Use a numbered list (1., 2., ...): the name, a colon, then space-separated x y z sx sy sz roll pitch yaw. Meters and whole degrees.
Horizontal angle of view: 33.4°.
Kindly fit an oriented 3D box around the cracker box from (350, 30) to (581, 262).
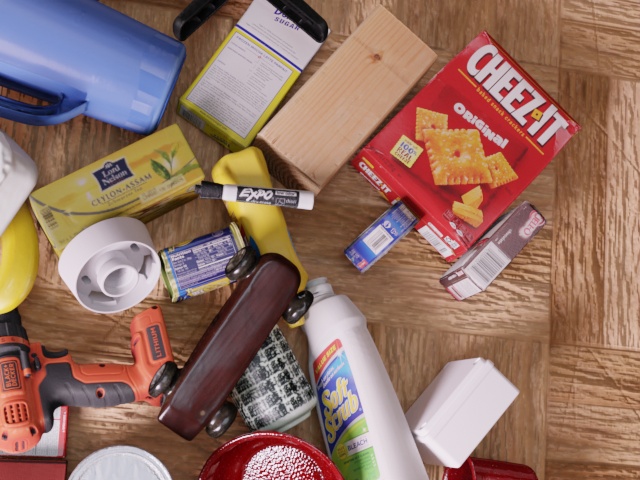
1. cracker box: 0.167 -0.109 1.216 0.164 0.072 0.213 45 74 -1

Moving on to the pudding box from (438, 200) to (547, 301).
1. pudding box: 0.191 0.013 1.188 0.113 0.090 0.039 -43 88 -15

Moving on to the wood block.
1. wood block: 0.025 -0.149 1.187 0.091 0.090 0.206 42 75 0

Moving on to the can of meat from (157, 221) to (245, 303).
1. can of meat: -0.123 0.026 1.117 0.084 0.102 0.057 -19 84 -12

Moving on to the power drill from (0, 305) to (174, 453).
1. power drill: -0.248 0.117 1.080 0.187 0.057 0.184 -8 55 -18

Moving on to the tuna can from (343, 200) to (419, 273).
1. tuna can: 0.066 -0.004 1.168 0.086 0.086 0.034 -42 88 -16

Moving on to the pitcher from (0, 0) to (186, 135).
1. pitcher: -0.273 -0.193 1.117 0.242 0.145 0.149 22 102 -9

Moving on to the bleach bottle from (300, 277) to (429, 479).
1. bleach bottle: 0.030 0.161 1.129 0.067 0.103 0.251 -2 64 -43

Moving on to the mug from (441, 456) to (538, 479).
1. mug: 0.179 0.286 1.139 0.081 0.093 0.117 10 108 -14

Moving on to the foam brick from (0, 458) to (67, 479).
1. foam brick: -0.293 0.244 1.065 0.078 0.053 0.051 4 78 -10

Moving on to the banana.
1. banana: -0.325 -0.006 1.095 0.069 0.037 0.198 2 58 -25

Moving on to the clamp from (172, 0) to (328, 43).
1. clamp: -0.090 -0.290 1.177 0.164 0.036 0.210 -6 54 -12

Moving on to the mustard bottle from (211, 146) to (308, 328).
1. mustard bottle: -0.058 0.002 1.137 0.058 0.096 0.191 -20 84 -15

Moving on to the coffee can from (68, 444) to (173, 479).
1. coffee can: -0.196 0.251 1.037 0.102 0.140 0.103 2 79 -11

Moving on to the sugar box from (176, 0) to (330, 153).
1. sugar box: -0.075 -0.191 1.198 0.093 0.048 0.176 36 71 -3

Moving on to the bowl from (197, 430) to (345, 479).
1. bowl: -0.044 0.260 1.090 0.162 0.055 0.162 2 103 10

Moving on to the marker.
1. marker: -0.067 -0.047 1.083 0.121 0.020 0.020 5 78 -9

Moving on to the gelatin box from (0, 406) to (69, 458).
1. gelatin box: -0.302 0.183 1.087 0.089 0.030 0.073 4 80 -11
